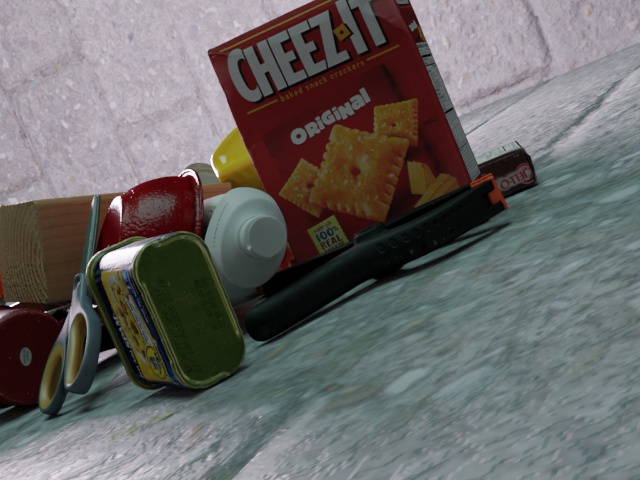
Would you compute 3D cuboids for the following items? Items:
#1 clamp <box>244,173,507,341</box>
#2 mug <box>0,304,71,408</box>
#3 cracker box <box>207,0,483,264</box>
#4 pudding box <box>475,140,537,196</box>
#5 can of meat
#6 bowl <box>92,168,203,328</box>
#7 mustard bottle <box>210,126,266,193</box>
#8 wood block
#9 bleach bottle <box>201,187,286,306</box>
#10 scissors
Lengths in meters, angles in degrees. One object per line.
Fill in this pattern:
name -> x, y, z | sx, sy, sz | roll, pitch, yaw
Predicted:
clamp -> 0.037, 0.009, 0.802 | 0.210, 0.036, 0.164 | -27, 6, -2
mug -> -0.256, 0.094, 0.921 | 0.117, 0.093, 0.082 | -35, 16, -33
cracker box -> 0.025, -0.091, 0.877 | 0.164, 0.214, 0.072 | -22, 6, 17
pudding box -> 0.137, -0.052, 0.970 | 0.113, 0.039, 0.090 | -21, 5, 10
can of meat -> -0.099, 0.046, 0.687 | 0.057, 0.102, 0.084 | -26, 8, -29
bowl -> -0.145, 0.015, 0.853 | 0.055, 0.162, 0.162 | 13, -9, -22
mustard bottle -> -0.022, -0.055, 1.103 | 0.096, 0.058, 0.191 | -38, -42, 10
wood block -> -0.185, 0.000, 0.995 | 0.205, 0.090, 0.091 | -8, 3, -40
bleach bottle -> -0.082, 0.015, 0.853 | 0.068, 0.102, 0.251 | 13, -9, -19
scissors -> -0.195, 0.055, 0.843 | 0.096, 0.016, 0.202 | -53, 30, 25
